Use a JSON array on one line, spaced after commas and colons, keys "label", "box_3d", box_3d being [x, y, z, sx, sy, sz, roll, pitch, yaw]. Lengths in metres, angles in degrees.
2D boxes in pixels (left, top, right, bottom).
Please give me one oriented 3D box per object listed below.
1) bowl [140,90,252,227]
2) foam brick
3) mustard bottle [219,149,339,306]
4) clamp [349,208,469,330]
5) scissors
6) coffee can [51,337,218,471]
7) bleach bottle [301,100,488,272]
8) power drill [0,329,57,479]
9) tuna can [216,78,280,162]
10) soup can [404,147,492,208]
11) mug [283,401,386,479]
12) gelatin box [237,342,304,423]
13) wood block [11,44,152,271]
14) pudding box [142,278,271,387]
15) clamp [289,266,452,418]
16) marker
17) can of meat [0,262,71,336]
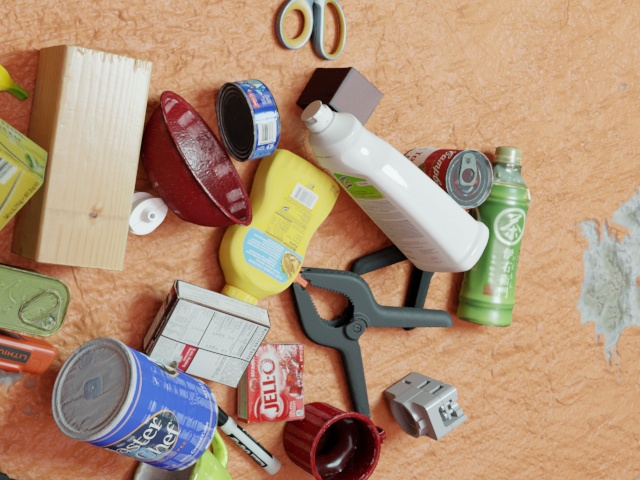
[{"label": "bowl", "box_3d": [-0.136, -0.071, 1.094, 0.055, 0.162, 0.162, -31, 114, 11]}, {"label": "foam brick", "box_3d": [0.021, -0.159, 1.195, 0.051, 0.078, 0.053, 37, 79, -29]}, {"label": "mustard bottle", "box_3d": [-0.058, 0.001, 1.181, 0.096, 0.058, 0.191, 32, 80, -35]}, {"label": "clamp", "box_3d": [0.125, 0.024, 1.302, 0.171, 0.039, 0.120, -40, 120, -12]}, {"label": "scissors", "box_3d": [-0.016, -0.299, 1.192, 0.096, 0.016, 0.202, -16, 104, -27]}, {"label": "coffee can", "box_3d": [-0.185, 0.168, 1.078, 0.140, 0.103, 0.103, 37, 77, -50]}, {"label": "bleach bottle", "box_3d": [0.075, -0.062, 1.177, 0.250, 0.103, 0.068, 43, 64, -29]}, {"label": "power drill", "box_3d": [-0.326, 0.183, 1.051, 0.184, 0.057, 0.187, 22, 84, -33]}, {"label": "tuna can", "box_3d": [-0.077, -0.128, 1.138, 0.033, 0.086, 0.086, -15, 103, -29]}, {"label": "soup can", "box_3d": [0.146, -0.076, 1.262, 0.068, 0.102, 0.068, -4, 98, -30]}, {"label": "mug", "box_3d": [0.020, 0.233, 1.241, 0.117, 0.082, 0.093, -11, 101, -28]}, {"label": "gelatin box", "box_3d": [-0.056, 0.161, 1.212, 0.073, 0.030, 0.089, 2, 87, -30]}, {"label": "wood block", "box_3d": [-0.236, -0.081, 1.051, 0.090, 0.090, 0.206, 8, 92, -31]}, {"label": "pudding box", "box_3d": [-0.121, 0.101, 1.140, 0.113, 0.039, 0.090, 20, 114, -24]}, {"label": "clamp", "box_3d": [0.036, 0.108, 1.254, 0.209, 0.036, 0.164, 33, 94, -23]}, {"label": "marker", "box_3d": [-0.089, 0.225, 1.213, 0.020, 0.020, 0.121, -50, 117, -15]}, {"label": "can of meat", "box_3d": [-0.304, 0.051, 1.031, 0.101, 0.084, 0.057, 16, 88, -30]}]
